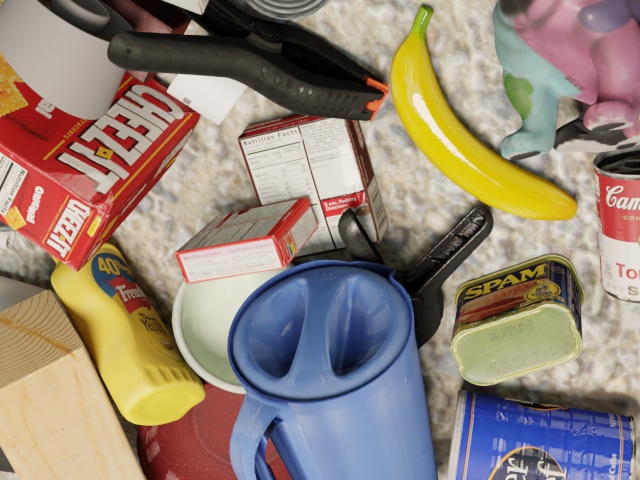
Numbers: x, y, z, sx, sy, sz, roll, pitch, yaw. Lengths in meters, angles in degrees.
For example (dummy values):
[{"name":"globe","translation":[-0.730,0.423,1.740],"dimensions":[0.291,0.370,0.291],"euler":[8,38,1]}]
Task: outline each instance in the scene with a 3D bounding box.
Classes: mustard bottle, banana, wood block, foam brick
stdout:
[{"name":"mustard bottle","translation":[-0.171,0.059,0.879],"dimensions":[0.058,0.096,0.192],"euler":[-40,67,11]},{"name":"banana","translation":[0.111,-0.077,0.802],"dimensions":[0.070,0.037,0.197],"euler":[-35,102,24]},{"name":"wood block","translation":[-0.213,0.156,0.873],"dimensions":[0.090,0.091,0.206],"euler":[-27,129,-17]},{"name":"foam brick","translation":[-0.147,-0.166,0.811],"dimensions":[0.078,0.053,0.051],"euler":[35,116,-3]}]

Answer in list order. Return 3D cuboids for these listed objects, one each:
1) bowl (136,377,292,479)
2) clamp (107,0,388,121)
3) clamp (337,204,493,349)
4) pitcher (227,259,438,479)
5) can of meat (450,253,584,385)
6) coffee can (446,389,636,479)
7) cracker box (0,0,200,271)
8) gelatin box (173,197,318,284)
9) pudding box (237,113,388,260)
[{"name":"bowl","translation":[-0.078,0.178,0.945],"dimensions":[0.162,0.055,0.162],"euler":[5,114,10]},{"name":"clamp","translation":[-0.051,-0.131,0.761],"dimensions":[0.210,0.164,0.036],"euler":[24,124,-9]},{"name":"clamp","translation":[0.055,0.037,0.841],"dimensions":[0.120,0.039,0.172],"euler":[9,126,-14]},{"name":"pitcher","translation":[0.017,0.147,0.812],"dimensions":[0.149,0.145,0.243],"euler":[-17,132,0]},{"name":"can of meat","translation":[0.152,0.063,0.828],"dimensions":[0.102,0.084,0.057],"euler":[-20,108,20]},{"name":"coffee can","translation":[0.175,0.182,0.865],"dimensions":[0.140,0.102,0.103],"euler":[7,115,9]},{"name":"cracker box","translation":[-0.217,-0.101,0.790],"dimensions":[0.213,0.164,0.072],"euler":[35,129,-4]},{"name":"gelatin box","translation":[-0.055,0.001,0.811],"dimensions":[0.089,0.073,0.030],"euler":[-11,110,25]},{"name":"pudding box","translation":[-0.005,-0.045,0.841],"dimensions":[0.090,0.039,0.113],"euler":[-11,109,18]}]
